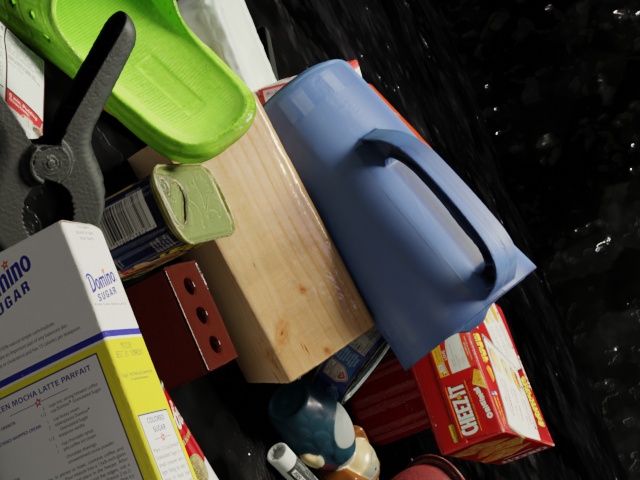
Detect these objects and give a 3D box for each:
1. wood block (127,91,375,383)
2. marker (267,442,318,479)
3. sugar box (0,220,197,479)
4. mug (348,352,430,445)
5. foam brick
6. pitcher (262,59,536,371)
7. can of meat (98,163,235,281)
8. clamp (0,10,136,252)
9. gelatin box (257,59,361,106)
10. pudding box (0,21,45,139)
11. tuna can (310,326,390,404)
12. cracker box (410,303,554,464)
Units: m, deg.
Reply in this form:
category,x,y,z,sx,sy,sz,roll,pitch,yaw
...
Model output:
category,x,y,z,sx,sy,sz,roll,pitch,yaw
wood block,-0.055,0.001,0.840,0.206,0.090,0.091,62,-26,-6
marker,-0.004,0.207,0.874,0.121,0.020,0.020,53,21,-34
sugar box,-0.129,0.088,0.549,0.176,0.093,0.048,69,17,12
mug,0.073,0.147,1.078,0.117,0.082,0.093,60,18,-14
foam brick,-0.102,0.061,0.737,0.078,0.051,0.053,65,18,3
pitcher,0.054,-0.029,0.859,0.243,0.149,0.144,52,21,8
can of meat,-0.118,-0.010,0.732,0.057,0.084,0.102,65,17,2
clamp,-0.155,-0.055,0.621,0.039,0.120,0.171,32,-48,54
gelatin box,-0.008,-0.145,1.020,0.073,0.089,0.030,-55,131,-72
pudding box,-0.212,-0.095,0.655,0.090,0.039,0.113,45,24,-45
tuna can,0.030,0.100,0.923,0.034,0.086,0.086,37,13,11
cracker box,0.153,0.135,1.069,0.213,0.072,0.164,31,38,-63
